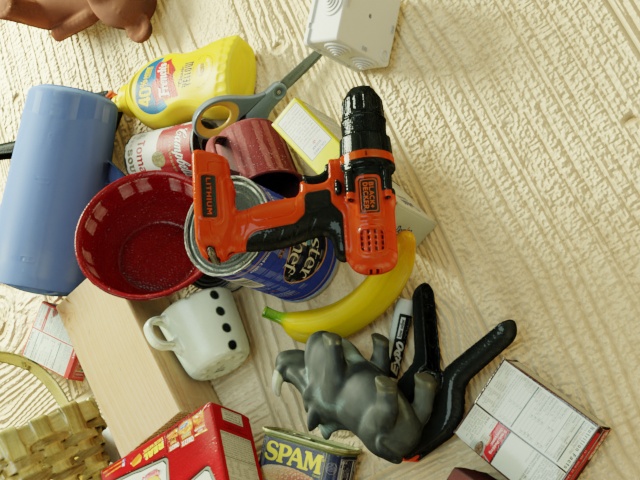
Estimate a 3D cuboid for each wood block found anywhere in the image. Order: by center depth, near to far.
[{"bbox_3d":[-0.199,0.135,1.180,0.091,0.090,0.206,-41,59,16],"label":"wood block"}]

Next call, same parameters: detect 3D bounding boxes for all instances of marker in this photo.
[{"bbox_3d":[0.072,0.118,1.059,0.020,0.020,0.121,9,82,33],"label":"marker"}]

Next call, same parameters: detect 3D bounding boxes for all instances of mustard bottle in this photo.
[{"bbox_3d":[-0.170,-0.179,1.264,0.192,0.058,0.096,-8,65,30],"label":"mustard bottle"}]

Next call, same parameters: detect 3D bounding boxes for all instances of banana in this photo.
[{"bbox_3d":[0.031,0.059,1.071,0.198,0.069,0.037,-31,29,29],"label":"banana"}]

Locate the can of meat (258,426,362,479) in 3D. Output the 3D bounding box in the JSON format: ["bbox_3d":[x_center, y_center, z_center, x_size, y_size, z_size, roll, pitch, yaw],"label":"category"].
[{"bbox_3d":[-0.017,0.237,1.060,0.102,0.057,0.084,9,85,34],"label":"can of meat"}]

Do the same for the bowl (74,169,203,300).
[{"bbox_3d":[-0.182,0.004,1.160,0.162,0.055,0.162,-2,60,3],"label":"bowl"}]

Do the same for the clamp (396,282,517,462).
[{"bbox_3d":[0.106,0.126,1.025,0.120,0.039,0.171,37,100,48],"label":"clamp"}]

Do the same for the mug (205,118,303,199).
[{"bbox_3d":[-0.078,-0.080,1.150,0.093,0.117,0.081,-41,54,30],"label":"mug"}]

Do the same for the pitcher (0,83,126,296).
[{"bbox_3d":[-0.301,-0.054,1.261,0.145,0.149,0.243,5,85,51],"label":"pitcher"}]

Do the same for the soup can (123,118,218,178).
[{"bbox_3d":[-0.168,-0.099,1.237,0.102,0.068,0.068,-8,73,30],"label":"soup can"}]

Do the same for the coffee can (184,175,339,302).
[{"bbox_3d":[-0.057,0.001,1.097,0.103,0.140,0.103,-9,72,30],"label":"coffee can"}]

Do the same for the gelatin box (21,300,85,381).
[{"bbox_3d":[-0.312,0.121,1.289,0.089,0.030,0.073,19,89,34],"label":"gelatin box"}]

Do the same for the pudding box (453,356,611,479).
[{"bbox_3d":[0.189,0.173,0.961,0.114,0.039,0.090,37,97,31],"label":"pudding box"}]

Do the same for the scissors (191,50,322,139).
[{"bbox_3d":[-0.067,-0.170,1.186,0.202,0.096,0.016,-56,32,10],"label":"scissors"}]

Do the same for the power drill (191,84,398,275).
[{"bbox_3d":[-0.023,-0.053,0.990,0.187,0.057,0.184,-5,71,4],"label":"power drill"}]

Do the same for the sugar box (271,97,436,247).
[{"bbox_3d":[0.033,-0.067,1.089,0.048,0.093,0.176,-47,58,13],"label":"sugar box"}]

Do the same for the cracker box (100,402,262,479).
[{"bbox_3d":[-0.126,0.292,1.038,0.164,0.072,0.214,-35,51,23],"label":"cracker box"}]
